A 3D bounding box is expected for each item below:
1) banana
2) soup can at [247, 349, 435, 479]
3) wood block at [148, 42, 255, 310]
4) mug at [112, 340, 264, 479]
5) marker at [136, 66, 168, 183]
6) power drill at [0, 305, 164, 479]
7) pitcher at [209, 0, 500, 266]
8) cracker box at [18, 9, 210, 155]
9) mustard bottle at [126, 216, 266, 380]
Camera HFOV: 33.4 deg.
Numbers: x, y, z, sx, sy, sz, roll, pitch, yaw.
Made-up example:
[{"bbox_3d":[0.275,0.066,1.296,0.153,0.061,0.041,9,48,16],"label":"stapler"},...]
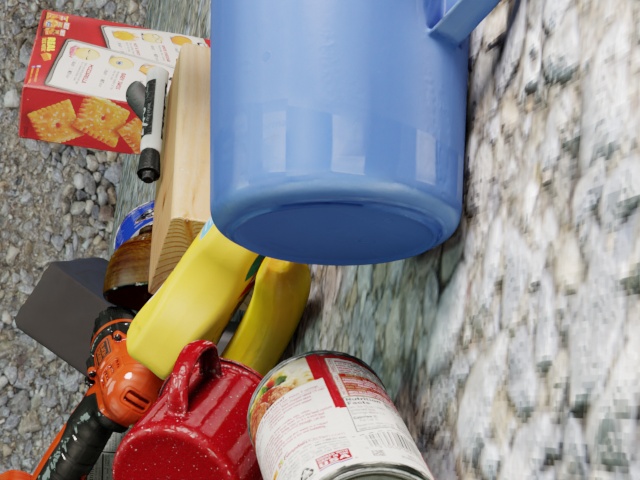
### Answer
[{"bbox_3d":[-0.041,0.063,0.697,0.069,0.037,0.198,-48,-9,-48],"label":"banana"},{"bbox_3d":[0.009,0.099,0.456,0.102,0.068,0.068,-121,43,-67],"label":"soup can"},{"bbox_3d":[-0.083,-0.055,0.864,0.091,0.090,0.206,115,159,-43],"label":"wood block"},{"bbox_3d":[-0.073,0.118,0.643,0.081,0.093,0.117,-48,-38,-65],"label":"mug"},{"bbox_3d":[-0.137,-0.095,0.876,0.020,0.020,0.121,116,158,-48],"label":"marker"},{"bbox_3d":[-0.193,0.146,0.840,0.187,0.057,0.184,-56,19,2],"label":"power drill"},{"bbox_3d":[0.017,-0.119,0.480,0.149,0.145,0.243,106,166,-73],"label":"pitcher"},{"bbox_3d":[-0.199,-0.159,1.126,0.164,0.213,0.072,-98,21,-51],"label":"cracker box"},{"bbox_3d":[-0.054,0.001,0.714,0.192,0.058,0.096,-54,-2,16],"label":"mustard bottle"}]
